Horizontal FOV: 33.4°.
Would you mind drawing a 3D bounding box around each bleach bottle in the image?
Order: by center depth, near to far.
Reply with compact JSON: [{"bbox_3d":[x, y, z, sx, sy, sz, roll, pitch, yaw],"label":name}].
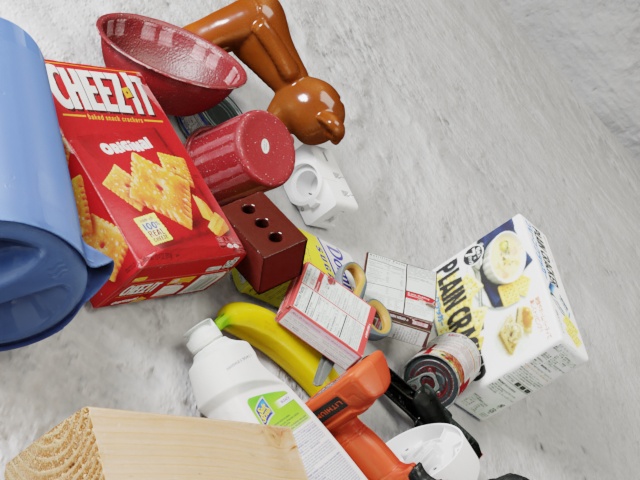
[{"bbox_3d":[-0.030,0.174,0.905,0.251,0.068,0.102,55,30,7],"label":"bleach bottle"}]

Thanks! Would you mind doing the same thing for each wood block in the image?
[{"bbox_3d":[-0.102,0.182,0.742,0.205,0.090,0.091,18,43,-51],"label":"wood block"}]

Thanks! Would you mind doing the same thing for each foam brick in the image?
[{"bbox_3d":[-0.057,0.001,1.001,0.052,0.051,0.078,-25,54,-30],"label":"foam brick"}]

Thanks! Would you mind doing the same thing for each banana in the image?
[{"bbox_3d":[-0.034,0.111,1.011,0.197,0.037,0.069,38,38,-28],"label":"banana"}]

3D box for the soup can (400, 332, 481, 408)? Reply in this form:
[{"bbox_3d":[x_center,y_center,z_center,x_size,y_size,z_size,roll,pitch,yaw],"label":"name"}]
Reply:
[{"bbox_3d":[0.139,0.148,1.218,0.068,0.069,0.102,56,25,5],"label":"soup can"}]

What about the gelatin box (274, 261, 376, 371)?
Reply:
[{"bbox_3d":[0.005,0.071,1.020,0.089,0.030,0.073,35,36,-11],"label":"gelatin box"}]

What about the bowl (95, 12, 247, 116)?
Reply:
[{"bbox_3d":[-0.159,-0.173,1.092,0.162,0.055,0.162,21,25,-10],"label":"bowl"}]

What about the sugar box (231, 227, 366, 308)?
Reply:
[{"bbox_3d":[-0.023,0.032,1.115,0.176,0.048,0.093,24,39,-44],"label":"sugar box"}]

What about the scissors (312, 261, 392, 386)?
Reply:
[{"bbox_3d":[0.035,0.100,1.074,0.096,0.016,0.201,45,31,-25],"label":"scissors"}]

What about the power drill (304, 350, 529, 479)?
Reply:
[{"bbox_3d":[0.076,0.192,0.927,0.187,0.185,0.057,54,40,3],"label":"power drill"}]

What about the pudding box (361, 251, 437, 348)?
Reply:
[{"bbox_3d":[0.086,0.066,1.222,0.090,0.039,0.113,16,30,-2],"label":"pudding box"}]

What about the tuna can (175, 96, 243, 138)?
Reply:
[{"bbox_3d":[-0.118,-0.131,1.171,0.086,0.034,0.086,39,29,-27],"label":"tuna can"}]

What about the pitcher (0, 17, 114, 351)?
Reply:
[{"bbox_3d":[-0.252,-0.051,0.756,0.149,0.145,0.243,44,21,-47],"label":"pitcher"}]

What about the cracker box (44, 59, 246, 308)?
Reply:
[{"bbox_3d":[-0.175,-0.053,0.933,0.214,0.072,0.164,59,25,13],"label":"cracker box"}]

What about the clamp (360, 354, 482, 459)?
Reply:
[{"bbox_3d":[0.111,0.185,1.135,0.120,0.039,0.171,36,-14,53],"label":"clamp"}]

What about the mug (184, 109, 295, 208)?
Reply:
[{"bbox_3d":[-0.072,-0.087,1.096,0.117,0.082,0.093,-23,94,-47],"label":"mug"}]
